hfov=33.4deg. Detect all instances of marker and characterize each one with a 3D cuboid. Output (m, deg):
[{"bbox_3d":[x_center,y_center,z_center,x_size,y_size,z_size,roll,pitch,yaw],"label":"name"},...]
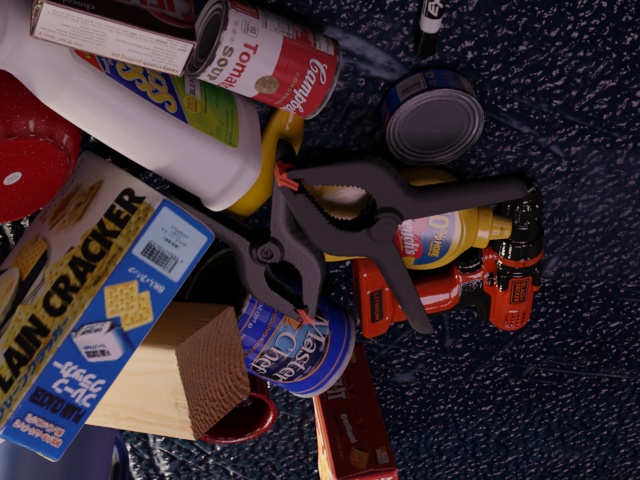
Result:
[{"bbox_3d":[0.091,-0.194,0.836,0.020,0.020,0.121,-2,136,-11],"label":"marker"}]

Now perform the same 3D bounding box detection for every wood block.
[{"bbox_3d":[-0.178,0.108,0.960,0.206,0.090,0.090,2,112,31],"label":"wood block"}]

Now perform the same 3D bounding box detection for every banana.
[{"bbox_3d":[-0.076,-0.050,0.938,0.198,0.037,0.069,-34,133,22],"label":"banana"}]

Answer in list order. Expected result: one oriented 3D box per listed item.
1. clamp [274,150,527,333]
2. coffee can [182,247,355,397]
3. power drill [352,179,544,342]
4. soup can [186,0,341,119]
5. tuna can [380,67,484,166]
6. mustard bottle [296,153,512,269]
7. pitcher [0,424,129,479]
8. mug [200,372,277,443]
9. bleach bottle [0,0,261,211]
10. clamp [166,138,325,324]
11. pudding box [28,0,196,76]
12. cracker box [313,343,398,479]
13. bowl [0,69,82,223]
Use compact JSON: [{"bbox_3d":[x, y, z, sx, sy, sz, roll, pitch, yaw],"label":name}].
[{"bbox_3d":[0.061,-0.025,0.894,0.209,0.036,0.165,30,108,-23],"label":"clamp"},{"bbox_3d":[-0.050,0.081,1.034,0.103,0.103,0.140,-39,131,26],"label":"coffee can"},{"bbox_3d":[0.126,0.026,1.048,0.187,0.057,0.184,-7,131,-4],"label":"power drill"},{"bbox_3d":[-0.044,-0.142,0.825,0.102,0.068,0.069,17,130,-27],"label":"soup can"},{"bbox_3d":[0.095,-0.106,0.918,0.086,0.034,0.086,-6,137,-6],"label":"tuna can"},{"bbox_3d":[0.076,-0.021,0.958,0.191,0.058,0.096,6,117,-3],"label":"mustard bottle"},{"bbox_3d":[-0.267,0.257,1.067,0.149,0.243,0.145,6,138,-10],"label":"pitcher"},{"bbox_3d":[-0.098,0.145,1.106,0.093,0.081,0.117,-14,137,2],"label":"mug"},{"bbox_3d":[-0.161,-0.115,0.801,0.250,0.102,0.068,26,131,-34],"label":"bleach bottle"},{"bbox_3d":[-0.056,0.001,0.927,0.120,0.039,0.171,-10,114,20],"label":"clamp"},{"bbox_3d":[-0.146,-0.169,0.757,0.113,0.090,0.039,10,133,-22],"label":"pudding box"},{"bbox_3d":[0.036,0.245,1.182,0.072,0.164,0.214,-11,137,-5],"label":"cracker box"},{"bbox_3d":[-0.249,-0.064,0.830,0.162,0.055,0.162,-26,148,-17],"label":"bowl"}]
